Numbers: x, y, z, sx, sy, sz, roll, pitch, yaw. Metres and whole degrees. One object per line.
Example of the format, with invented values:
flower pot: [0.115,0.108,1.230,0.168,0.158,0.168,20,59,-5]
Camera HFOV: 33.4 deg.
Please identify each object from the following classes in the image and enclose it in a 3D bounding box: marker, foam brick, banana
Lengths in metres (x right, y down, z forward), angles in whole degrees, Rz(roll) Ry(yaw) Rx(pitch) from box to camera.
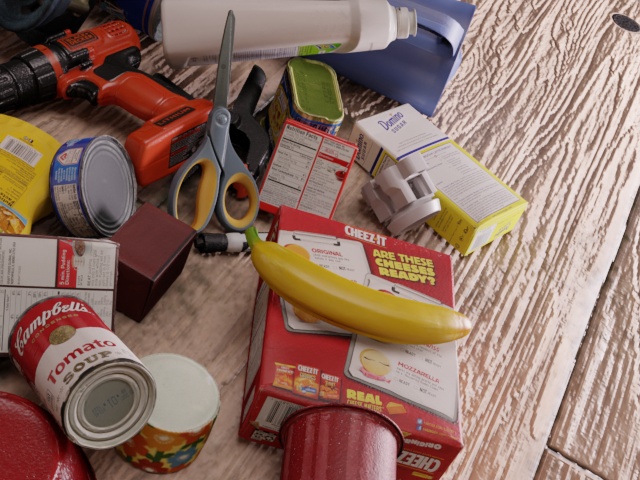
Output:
marker: [-0.056,0.001,0.960,0.120,0.020,0.020,-1,47,-28]
foam brick: [-0.145,0.017,0.872,0.051,0.053,0.078,29,39,4]
banana: [0.025,0.042,0.831,0.198,0.037,0.069,25,39,0]

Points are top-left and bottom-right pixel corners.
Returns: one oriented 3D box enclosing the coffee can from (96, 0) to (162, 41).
coffee can: [-0.208,-0.289,1.131,0.140,0.103,0.102,30,40,6]

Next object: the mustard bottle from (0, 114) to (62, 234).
mustard bottle: [-0.272,-0.022,0.844,0.096,0.058,0.191,31,39,-7]

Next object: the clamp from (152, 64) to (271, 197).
clamp: [-0.087,-0.115,1.050,0.120,0.039,0.171,-19,57,-18]

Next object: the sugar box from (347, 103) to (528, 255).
sugar box: [0.117,-0.066,1.104,0.176,0.048,0.093,42,42,24]

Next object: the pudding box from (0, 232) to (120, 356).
pudding box: [-0.208,0.041,0.789,0.113,0.039,0.090,4,89,-22]

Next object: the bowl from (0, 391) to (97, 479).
bowl: [-0.218,0.151,0.688,0.162,0.055,0.162,14,41,-13]

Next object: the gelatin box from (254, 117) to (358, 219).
gelatin box: [-0.014,-0.061,0.997,0.073,0.089,0.030,20,6,-7]

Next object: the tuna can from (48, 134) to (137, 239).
tuna can: [-0.189,-0.044,0.889,0.034,0.086,0.086,-4,35,21]

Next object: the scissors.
scissors: [-0.078,-0.095,0.959,0.096,0.202,0.016,24,-7,-33]

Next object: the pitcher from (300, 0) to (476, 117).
pitcher: [0.044,-0.243,1.184,0.243,0.149,0.145,22,40,1]

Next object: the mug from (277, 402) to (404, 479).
mug: [0.021,0.181,0.761,0.117,0.093,0.081,35,39,-27]

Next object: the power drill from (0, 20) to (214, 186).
power drill: [-0.200,-0.127,0.981,0.188,0.057,0.184,37,49,23]

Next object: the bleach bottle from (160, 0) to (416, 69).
bleach bottle: [-0.031,-0.213,1.073,0.250,0.068,0.102,-3,4,-3]

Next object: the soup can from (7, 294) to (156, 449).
soup can: [-0.162,0.088,0.724,0.068,0.068,0.102,-8,26,-33]

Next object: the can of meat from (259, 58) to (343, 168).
can of meat: [-0.018,-0.120,1.060,0.057,0.084,0.102,9,42,-19]

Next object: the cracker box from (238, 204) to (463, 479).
cracker box: [0.026,0.083,0.875,0.164,0.072,0.213,17,40,-11]
